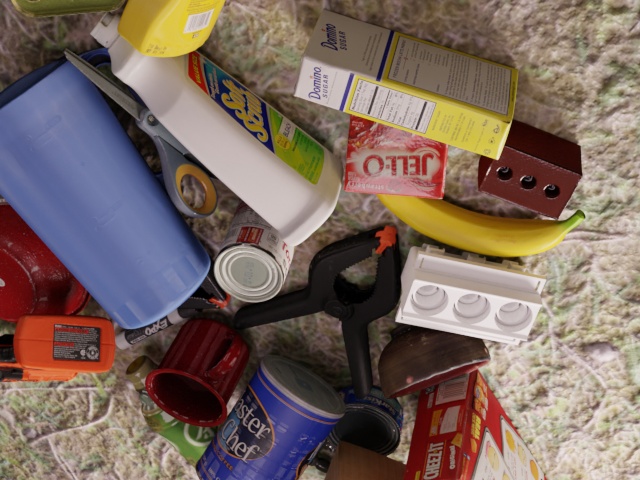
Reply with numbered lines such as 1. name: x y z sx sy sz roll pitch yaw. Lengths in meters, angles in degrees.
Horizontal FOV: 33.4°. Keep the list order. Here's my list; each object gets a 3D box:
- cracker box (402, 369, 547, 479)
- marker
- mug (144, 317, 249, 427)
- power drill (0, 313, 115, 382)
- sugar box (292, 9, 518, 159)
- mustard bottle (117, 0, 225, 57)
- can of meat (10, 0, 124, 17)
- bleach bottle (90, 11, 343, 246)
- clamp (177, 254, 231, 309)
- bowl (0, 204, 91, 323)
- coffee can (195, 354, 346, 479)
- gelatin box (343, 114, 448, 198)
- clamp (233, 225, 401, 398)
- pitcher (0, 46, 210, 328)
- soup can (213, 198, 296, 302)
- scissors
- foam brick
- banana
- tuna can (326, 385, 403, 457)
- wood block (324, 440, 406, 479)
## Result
1. cracker box: 0.169 0.263 1.107 0.072 0.164 0.213 -19 119 27
2. marker: -0.173 0.089 1.149 0.121 0.020 0.020 -26 117 28
3. mug: -0.119 0.131 1.116 0.093 0.081 0.117 38 138 -13
4. power drill: -0.309 0.113 1.098 0.184 0.057 0.188 5 168 -35
5. sugar box: 0.072 -0.130 0.883 0.176 0.093 0.048 16 128 2
6. mustard bottle: -0.090 -0.237 0.840 0.058 0.096 0.192 43 127 13
7. can of meat: -0.197 -0.229 0.878 0.102 0.084 0.057 -2 126 14
8. bleach bottle: -0.094 -0.107 0.932 0.250 0.102 0.068 38 122 -16
9. clamp: -0.174 0.027 1.093 0.171 0.039 0.120 36 133 -5
10. bowl: -0.317 0.030 1.098 0.162 0.055 0.162 11 123 17
11. coffee can: -0.053 0.206 1.124 0.102 0.103 0.140 31 100 -10
12. gelatin box: 0.068 -0.077 0.945 0.089 0.030 0.073 6 100 9
13. clamp: 0.027 0.069 1.075 0.164 0.036 0.210 35 127 -9
14. pitcher: -0.201 -0.047 0.976 0.149 0.144 0.242 -22 113 34
15. soup can: -0.057 0.001 1.004 0.068 0.102 0.068 6 127 8
16. scissors: -0.150 -0.086 0.942 0.201 0.096 0.016 23 158 -39
17. foam brick: 0.182 -0.064 0.932 0.078 0.051 0.053 20 127 -2
18. banana: 0.138 -0.021 0.985 0.198 0.037 0.070 11 122 6
19. tuna can: 0.048 0.199 1.170 0.086 0.033 0.086 7 127 9
20. wood block: 0.044 0.292 1.076 0.090 0.206 0.091 21 100 -2
